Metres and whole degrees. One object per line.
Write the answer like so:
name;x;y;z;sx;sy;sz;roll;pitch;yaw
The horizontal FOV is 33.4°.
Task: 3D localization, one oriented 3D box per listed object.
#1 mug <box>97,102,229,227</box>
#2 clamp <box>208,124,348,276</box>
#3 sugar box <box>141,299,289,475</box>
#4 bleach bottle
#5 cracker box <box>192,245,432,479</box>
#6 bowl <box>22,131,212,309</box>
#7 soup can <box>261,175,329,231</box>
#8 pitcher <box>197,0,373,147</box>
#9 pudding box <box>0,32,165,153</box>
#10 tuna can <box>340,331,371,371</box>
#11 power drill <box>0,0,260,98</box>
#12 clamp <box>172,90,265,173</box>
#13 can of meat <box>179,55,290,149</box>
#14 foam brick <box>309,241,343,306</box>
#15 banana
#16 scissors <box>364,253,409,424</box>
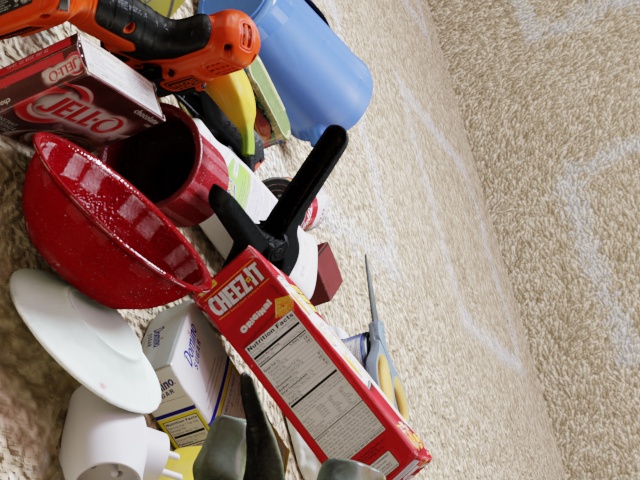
mug;-0.131;-0.047;0.895;0.081;0.093;0.117;40;65;-68
clamp;-0.056;0.001;0.966;0.036;0.210;0.164;38;39;24
sugar box;-0.087;0.145;0.872;0.176;0.048;0.093;59;19;-23
bleach bottle;-0.088;-0.039;1.046;0.250;0.068;0.102;54;25;-38
cracker box;-0.003;0.118;0.894;0.214;0.072;0.164;50;0;16
bowl;-0.153;-0.002;0.746;0.162;0.055;0.162;43;6;-6
soup can;-0.035;-0.039;1.205;0.102;0.069;0.068;-17;88;-74
pitcher;-0.043;-0.239;1.303;0.149;0.145;0.242;44;1;36
pudding box;-0.179;-0.100;0.772;0.113;0.090;0.039;24;48;-68
tuna can;0.049;0.139;1.110;0.086;0.034;0.086;57;22;-37
power drill;-0.167;-0.154;0.802;0.187;0.185;0.057;12;73;-49
clamp;-0.111;-0.128;1.041;0.120;0.039;0.171;37;-15;36
can of meat;-0.088;-0.136;1.114;0.057;0.084;0.102;-81;148;-60
foam brick;-0.013;0.042;1.210;0.051;0.053;0.078;67;18;-10
banana;-0.114;-0.144;0.902;0.198;0.070;0.037;37;16;36
scissors;0.066;0.111;1.105;0.201;0.016;0.096;-88;154;-50
